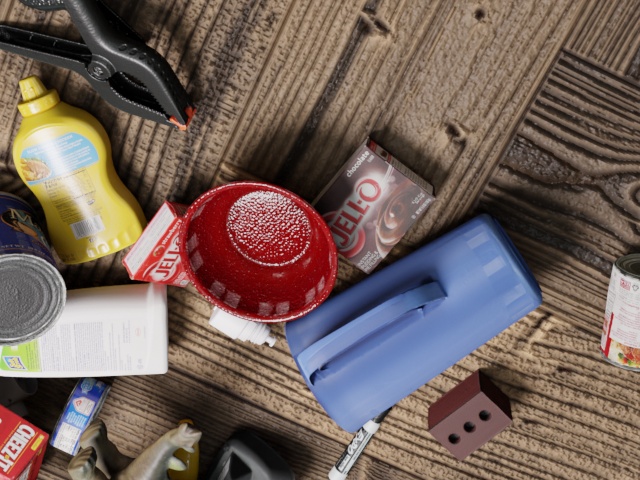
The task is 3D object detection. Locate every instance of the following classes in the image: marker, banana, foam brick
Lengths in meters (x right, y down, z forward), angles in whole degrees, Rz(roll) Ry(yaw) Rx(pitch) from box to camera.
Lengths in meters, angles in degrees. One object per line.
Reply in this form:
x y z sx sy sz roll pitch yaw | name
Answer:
0.045 0.224 1.198 0.020 0.020 0.121 28 113 -7 | marker
-0.183 0.297 1.231 0.070 0.037 0.198 39 111 13 | banana
0.161 0.189 1.155 0.053 0.051 0.078 43 110 -12 | foam brick

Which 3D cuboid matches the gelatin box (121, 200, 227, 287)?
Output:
-0.149 0.005 1.096 0.073 0.030 0.089 13 122 -48 | gelatin box

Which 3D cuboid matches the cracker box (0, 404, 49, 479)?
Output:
-0.407 0.206 1.146 0.213 0.072 0.164 33 145 1 | cracker box

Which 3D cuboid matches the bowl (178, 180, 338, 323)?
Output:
-0.057 0.001 1.060 0.162 0.055 0.162 6 121 9 | bowl

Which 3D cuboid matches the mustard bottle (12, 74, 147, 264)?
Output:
-0.254 -0.076 1.077 0.096 0.058 0.191 -18 110 10 | mustard bottle

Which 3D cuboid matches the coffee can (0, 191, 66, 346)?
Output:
-0.318 0.026 1.065 0.102 0.140 0.103 -12 121 -20 | coffee can

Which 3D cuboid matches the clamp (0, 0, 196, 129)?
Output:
-0.205 -0.180 1.011 0.210 0.036 0.165 32 147 -13 | clamp

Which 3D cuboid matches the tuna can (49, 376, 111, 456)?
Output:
-0.265 0.192 1.177 0.033 0.086 0.086 26 113 -4 | tuna can

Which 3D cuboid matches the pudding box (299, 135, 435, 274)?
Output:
0.048 -0.035 1.078 0.090 0.039 0.114 36 112 -10 | pudding box

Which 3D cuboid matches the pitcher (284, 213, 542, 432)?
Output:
0.091 0.077 1.063 0.243 0.149 0.145 -33 116 11 | pitcher

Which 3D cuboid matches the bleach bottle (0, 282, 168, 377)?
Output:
-0.287 0.095 1.122 0.250 0.068 0.102 -1 114 -7 | bleach bottle
